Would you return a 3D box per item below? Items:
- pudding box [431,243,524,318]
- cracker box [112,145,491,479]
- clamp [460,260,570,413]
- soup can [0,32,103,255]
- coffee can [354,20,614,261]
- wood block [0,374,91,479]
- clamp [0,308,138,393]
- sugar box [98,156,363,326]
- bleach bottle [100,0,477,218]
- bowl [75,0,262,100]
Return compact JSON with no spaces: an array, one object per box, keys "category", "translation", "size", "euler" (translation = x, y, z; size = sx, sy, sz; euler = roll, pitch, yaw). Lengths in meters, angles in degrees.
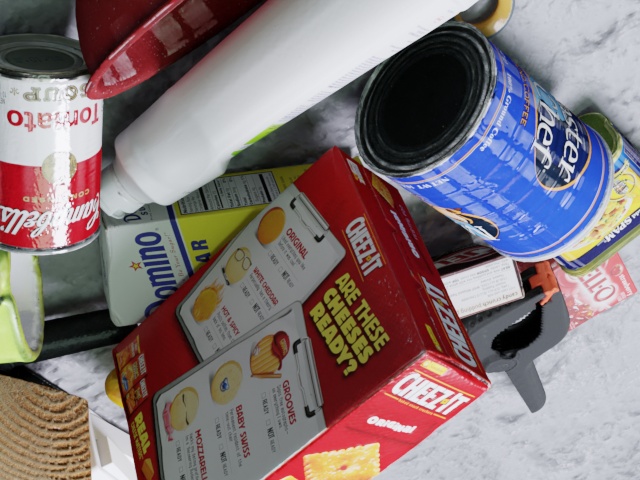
[{"category":"pudding box","translation":[0.077,0.036,0.761],"size":[0.113,0.090,0.039],"euler":[-20,95,-7]},{"category":"cracker box","translation":[-0.022,0.076,0.634],"size":[0.214,0.164,0.072],"euler":[-41,135,21]},{"category":"clamp","translation":[0.148,0.089,0.858],"size":[0.164,0.036,0.210],"euler":[4,142,-24]},{"category":"soup can","translation":[-0.151,-0.052,0.573],"size":[0.068,0.068,0.102],"euler":[-3,119,-21]},{"category":"coffee can","translation":[0.105,-0.058,0.669],"size":[0.103,0.103,0.140],"euler":[-43,134,19]},{"category":"wood block","translation":[-0.253,0.181,0.727],"size":[0.206,0.091,0.090],"euler":[-36,139,30]},{"category":"clamp","translation":[-0.209,0.073,0.707],"size":[0.171,0.039,0.120],"euler":[18,123,-41]},{"category":"sugar box","translation":[-0.054,0.001,0.700],"size":[0.176,0.048,0.093],"euler":[-11,136,-16]},{"category":"bleach bottle","translation":[-0.029,-0.089,0.581],"size":[0.251,0.068,0.102],"euler":[-34,179,19]},{"category":"bowl","translation":[-0.062,-0.136,0.516],"size":[0.162,0.162,0.055],"euler":[-35,94,11]}]
